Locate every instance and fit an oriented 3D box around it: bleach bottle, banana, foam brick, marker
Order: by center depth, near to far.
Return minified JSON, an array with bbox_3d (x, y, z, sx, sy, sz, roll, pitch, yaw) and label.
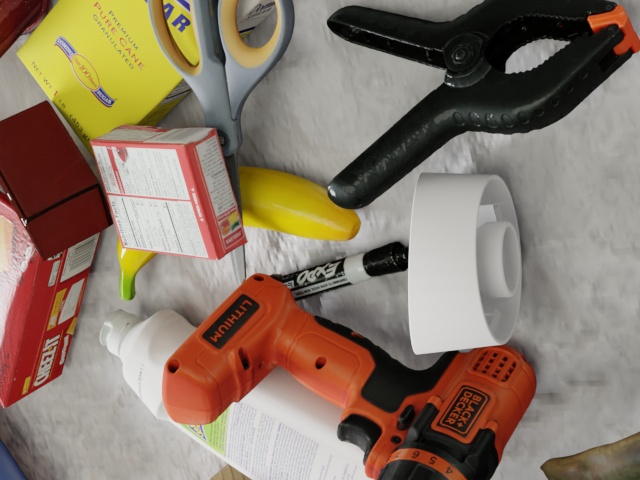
[{"bbox_3d":[0.005,0.023,0.664,0.121,0.020,0.020,-18,100,35],"label":"marker"},{"bbox_3d":[-0.175,-0.039,0.679,0.078,0.051,0.053,54,164,25],"label":"foam brick"},{"bbox_3d":[-0.066,-0.014,0.681,0.198,0.037,0.069,-15,110,34],"label":"banana"},{"bbox_3d":[-0.040,0.106,0.698,0.251,0.068,0.103,27,126,21],"label":"bleach bottle"}]

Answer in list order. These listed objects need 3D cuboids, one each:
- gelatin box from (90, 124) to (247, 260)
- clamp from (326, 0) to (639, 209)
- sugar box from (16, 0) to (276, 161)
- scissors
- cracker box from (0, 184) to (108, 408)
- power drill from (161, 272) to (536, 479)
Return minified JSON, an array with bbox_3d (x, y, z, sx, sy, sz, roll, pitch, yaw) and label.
[{"bbox_3d":[-0.091,-0.030,0.634,0.089,0.030,0.073,6,120,41],"label":"gelatin box"},{"bbox_3d":[0.073,-0.094,0.551,0.172,0.039,0.120,-19,67,21],"label":"clamp"},{"bbox_3d":[-0.103,-0.134,0.647,0.177,0.048,0.093,-39,88,37],"label":"sugar box"},{"bbox_3d":[-0.041,-0.069,0.609,0.096,0.016,0.202,-9,109,30],"label":"scissors"},{"bbox_3d":[-0.272,-0.004,0.785,0.214,0.072,0.164,32,122,17],"label":"cracker box"},{"bbox_3d":[0.006,0.102,0.598,0.188,0.184,0.057,23,134,23],"label":"power drill"}]
